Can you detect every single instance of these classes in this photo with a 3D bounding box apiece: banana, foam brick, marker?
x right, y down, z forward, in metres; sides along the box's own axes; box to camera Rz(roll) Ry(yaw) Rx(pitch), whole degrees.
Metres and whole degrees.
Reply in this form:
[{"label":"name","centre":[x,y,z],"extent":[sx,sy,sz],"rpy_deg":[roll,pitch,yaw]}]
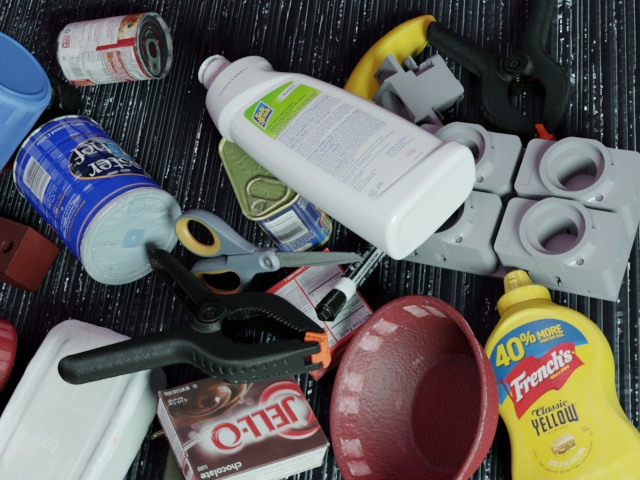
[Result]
[{"label":"banana","centre":[0.052,-0.126,0.974],"extent":[0.069,0.037,0.197],"rpy_deg":[16,71,0]},{"label":"foam brick","centre":[-0.308,0.011,1.045],"extent":[0.078,0.051,0.053],"rpy_deg":[15,71,29]},{"label":"marker","centre":[0.031,0.026,0.877],"extent":[0.020,0.020,0.121],"rpy_deg":[13,43,29]}]

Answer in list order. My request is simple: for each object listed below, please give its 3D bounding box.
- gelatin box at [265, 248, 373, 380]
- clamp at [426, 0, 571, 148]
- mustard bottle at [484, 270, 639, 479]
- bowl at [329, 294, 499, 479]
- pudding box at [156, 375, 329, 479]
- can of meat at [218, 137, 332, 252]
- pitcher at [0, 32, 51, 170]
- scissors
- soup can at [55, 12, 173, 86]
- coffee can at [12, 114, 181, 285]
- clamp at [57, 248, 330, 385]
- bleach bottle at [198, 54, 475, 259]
[{"label":"gelatin box","centre":[0.002,0.062,0.895],"extent":[0.073,0.030,0.089],"rpy_deg":[-36,55,0]},{"label":"clamp","centre":[0.160,-0.147,0.933],"extent":[0.120,0.039,0.171],"rpy_deg":[-15,58,17]},{"label":"mustard bottle","centre":[0.169,0.106,0.779],"extent":[0.096,0.058,0.191],"rpy_deg":[-28,54,22]},{"label":"bowl","centre":[0.078,0.124,0.789],"extent":[0.162,0.055,0.162],"rpy_deg":[-23,59,46]},{"label":"pudding box","centre":[-0.062,0.148,0.840],"extent":[0.113,0.039,0.090],"rpy_deg":[-15,51,-23]},{"label":"can of meat","centre":[-0.038,-0.045,0.937],"extent":[0.057,0.084,0.102],"rpy_deg":[-29,55,6]},{"label":"pitcher","centre":[-0.371,-0.097,1.024],"extent":[0.243,0.149,0.145],"rpy_deg":[-43,17,25]},{"label":"scissors","centre":[-0.056,0.001,0.889],"extent":[0.202,0.096,0.016],"rpy_deg":[-22,14,47]},{"label":"soup can","centre":[-0.214,-0.197,1.107],"extent":[0.102,0.068,0.068],"rpy_deg":[-2,63,23]},{"label":"coffee can","centre":[-0.209,-0.039,0.998],"extent":[0.103,0.102,0.140],"rpy_deg":[-45,55,-4]},{"label":"clamp","centre":[-0.089,0.066,0.875],"extent":[0.210,0.036,0.164],"rpy_deg":[4,38,15]},{"label":"bleach bottle","centre":[-0.002,-0.089,0.865],"extent":[0.102,0.068,0.251],"rpy_deg":[-44,59,-16]}]
